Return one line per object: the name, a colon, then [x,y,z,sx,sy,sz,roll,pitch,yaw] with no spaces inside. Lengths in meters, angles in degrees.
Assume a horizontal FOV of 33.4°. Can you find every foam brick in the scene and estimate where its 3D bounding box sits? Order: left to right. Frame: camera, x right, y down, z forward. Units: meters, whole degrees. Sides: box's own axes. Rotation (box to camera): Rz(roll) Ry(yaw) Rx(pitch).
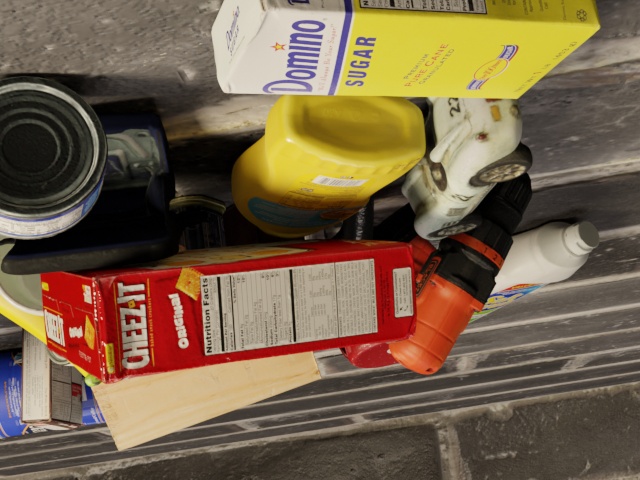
foam brick: [-0.056,0.001,0.878,0.051,0.053,0.078,5,161,-41]

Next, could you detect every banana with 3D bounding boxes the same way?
banana: [-0.221,0.063,0.859,0.198,0.037,0.069,29,171,30]

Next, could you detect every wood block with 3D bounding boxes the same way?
wood block: [-0.116,0.114,1.045,0.206,0.090,0.091,-19,-154,-5]

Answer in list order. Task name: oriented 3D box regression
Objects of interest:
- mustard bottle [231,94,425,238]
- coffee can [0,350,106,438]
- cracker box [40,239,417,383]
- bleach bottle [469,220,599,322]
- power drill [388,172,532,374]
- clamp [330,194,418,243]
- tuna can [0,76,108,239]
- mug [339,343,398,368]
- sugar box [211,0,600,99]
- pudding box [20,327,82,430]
mustard bottle: [-0.009,-0.044,0.725,0.096,0.058,0.192,2,162,-19]
coffee can: [-0.324,0.178,1.287,0.140,0.103,0.103,-8,165,-1]
cracker box: [-0.066,0.042,0.723,0.213,0.072,0.164,-6,-177,-25]
bleach bottle: [0.181,0.035,1.112,0.102,0.068,0.251,2,159,-35]
power drill: [0.097,0.023,0.909,0.057,0.184,0.188,34,170,-9]
clamp: [0.032,0.000,0.847,0.120,0.039,0.172,17,120,-39]
tuna can: [-0.161,-0.046,0.587,0.086,0.086,0.034,-3,163,-18]
mug: [0.051,0.079,1.053,0.093,0.081,0.117,5,148,-36]
sugar box: [0.040,-0.108,0.542,0.176,0.048,0.093,-4,164,-19]
pudding box: [-0.296,0.149,1.179,0.039,0.113,0.090,-8,165,9]
